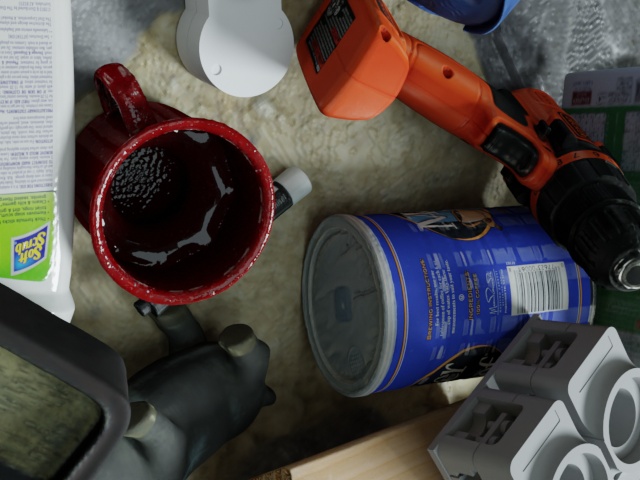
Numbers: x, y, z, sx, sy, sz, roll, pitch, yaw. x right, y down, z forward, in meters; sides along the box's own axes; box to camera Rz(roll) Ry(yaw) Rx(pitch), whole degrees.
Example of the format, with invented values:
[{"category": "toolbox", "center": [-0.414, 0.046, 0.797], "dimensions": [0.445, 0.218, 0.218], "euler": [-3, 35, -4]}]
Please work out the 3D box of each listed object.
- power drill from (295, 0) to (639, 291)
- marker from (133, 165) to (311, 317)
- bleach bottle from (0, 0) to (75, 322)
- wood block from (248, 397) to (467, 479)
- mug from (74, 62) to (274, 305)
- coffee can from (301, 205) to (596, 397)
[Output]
[{"category": "power drill", "center": [0.082, -0.058, 0.565], "dimensions": [0.187, 0.184, 0.057], "euler": [28, 111, -24]}, {"category": "marker", "center": [-0.054, 0.001, 0.588], "dimensions": [0.121, 0.020, 0.020], "euler": [-40, 121, -21]}, {"category": "bleach bottle", "center": [-0.165, -0.031, 0.492], "dimensions": [0.102, 0.068, 0.251], "euler": [-4, 103, -27]}, {"category": "wood block", "center": [0.051, 0.152, 0.614], "dimensions": [0.205, 0.090, 0.091], "euler": [-12, 75, -40]}, {"category": "mug", "center": [-0.085, -0.034, 0.535], "dimensions": [0.093, 0.082, 0.117], "euler": [-30, 118, -15]}, {"category": "coffee can", "center": [0.073, 0.032, 0.625], "dimensions": [0.140, 0.103, 0.103], "euler": [-4, 109, -26]}]
